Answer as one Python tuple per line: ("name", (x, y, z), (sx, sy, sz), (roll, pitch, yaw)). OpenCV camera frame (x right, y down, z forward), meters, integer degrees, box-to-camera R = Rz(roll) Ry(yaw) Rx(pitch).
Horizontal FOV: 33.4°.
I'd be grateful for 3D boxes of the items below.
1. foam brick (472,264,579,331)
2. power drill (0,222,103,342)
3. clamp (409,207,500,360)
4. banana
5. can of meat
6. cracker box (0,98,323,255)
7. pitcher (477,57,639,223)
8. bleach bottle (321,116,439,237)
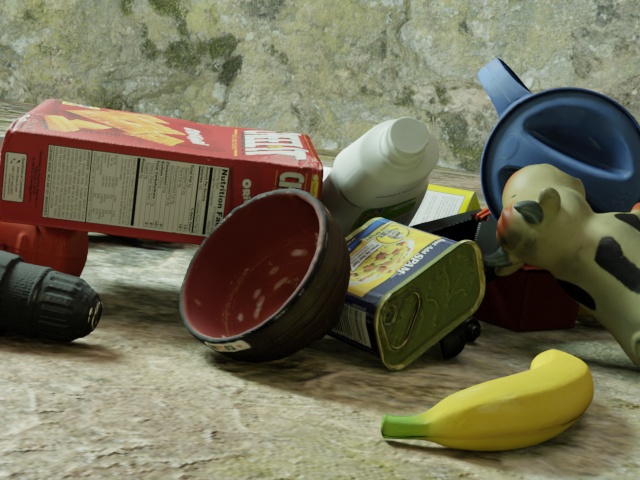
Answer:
("foam brick", (0.173, 0.044, 0.888), (0.078, 0.051, 0.053), (1, 9, -39))
("power drill", (-0.215, 0.015, 0.704), (0.184, 0.057, 0.187), (14, 7, 2))
("clamp", (0.087, 0.026, 0.819), (0.165, 0.036, 0.209), (19, 33, 41))
("banana", (0.114, 0.085, 0.595), (0.070, 0.037, 0.197), (15, 11, 35))
("can of meat", (0.045, 0.032, 0.716), (0.101, 0.057, 0.084), (-34, 35, -31))
("cracker box", (-0.110, -0.050, 0.776), (0.213, 0.072, 0.164), (6, 13, -6))
("pitcher", (0.210, -0.084, 0.948), (0.145, 0.149, 0.242), (7, 12, 11))
("bleach bottle", (0.045, -0.038, 0.852), (0.102, 0.068, 0.251), (-23, -11, -17))
